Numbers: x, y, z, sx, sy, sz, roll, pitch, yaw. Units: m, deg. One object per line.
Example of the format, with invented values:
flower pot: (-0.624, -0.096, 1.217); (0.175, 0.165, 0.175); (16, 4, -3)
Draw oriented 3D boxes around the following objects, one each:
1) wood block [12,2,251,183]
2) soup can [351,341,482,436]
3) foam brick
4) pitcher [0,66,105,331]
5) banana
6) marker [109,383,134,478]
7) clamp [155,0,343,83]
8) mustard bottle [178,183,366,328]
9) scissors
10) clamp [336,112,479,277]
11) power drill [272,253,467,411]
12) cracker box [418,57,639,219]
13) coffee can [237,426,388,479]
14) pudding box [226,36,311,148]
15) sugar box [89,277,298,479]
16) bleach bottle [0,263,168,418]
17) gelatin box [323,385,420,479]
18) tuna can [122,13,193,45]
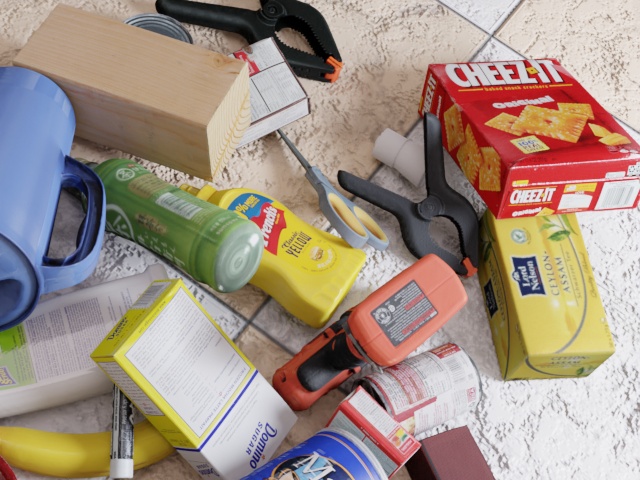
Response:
wood block: (-0.180, -0.144, 1.041); (0.206, 0.090, 0.090); (19, 57, 12)
soup can: (0.089, 0.140, 0.979); (0.102, 0.069, 0.068); (-20, 66, -24)
foam brick: (0.118, 0.213, 0.952); (0.051, 0.053, 0.078); (-17, 66, -23)
pitcher: (-0.278, -0.044, 0.935); (0.149, 0.145, 0.243); (41, 31, -30)
banana: (-0.183, 0.168, 0.912); (0.197, 0.037, 0.070); (-13, 58, -21)
marker: (-0.164, 0.136, 0.887); (0.020, 0.020, 0.121); (2, 76, -13)
clamp: (-0.056, -0.257, 1.196); (0.210, 0.036, 0.164); (33, 63, 4)
mustard bottle: (-0.057, 0.001, 1.030); (0.191, 0.058, 0.096); (31, 48, 6)
scissors: (0.010, -0.054, 1.099); (0.096, 0.016, 0.202); (28, 22, -40)
clamp: (0.113, -0.043, 1.087); (0.120, 0.039, 0.171); (-43, 90, 4)
power drill: (0.055, 0.074, 0.941); (0.184, 0.188, 0.057); (-38, 86, -26)
cracker box: (0.219, -0.114, 1.120); (0.164, 0.072, 0.214); (-5, 39, -18)
coffee can: (-0.024, 0.227, 0.864); (0.140, 0.103, 0.103); (-24, 68, -36)
pudding box: (-0.079, -0.151, 1.115); (0.113, 0.039, 0.090); (-27, 70, -8)
sugar box: (-0.103, 0.125, 0.901); (0.176, 0.048, 0.093); (55, 54, -24)
bleach bottle: (-0.247, 0.096, 0.924); (0.250, 0.068, 0.102); (-12, 64, -18)
gelatin box: (0.041, 0.176, 0.932); (0.073, 0.089, 0.030); (43, 58, 12)
tuna can: (-0.178, -0.198, 1.133); (0.086, 0.034, 0.086); (6, 58, -11)
